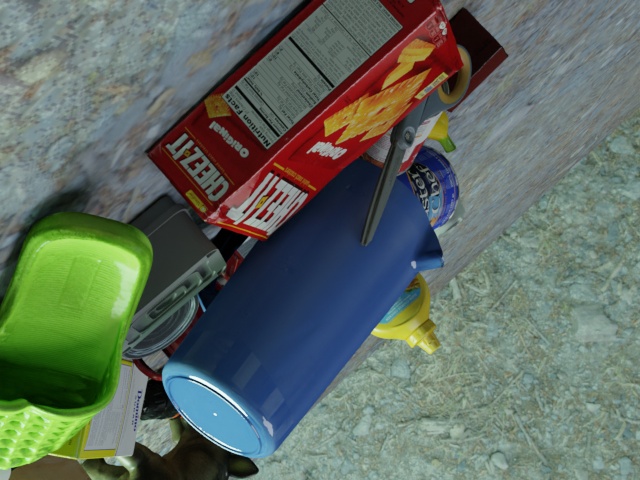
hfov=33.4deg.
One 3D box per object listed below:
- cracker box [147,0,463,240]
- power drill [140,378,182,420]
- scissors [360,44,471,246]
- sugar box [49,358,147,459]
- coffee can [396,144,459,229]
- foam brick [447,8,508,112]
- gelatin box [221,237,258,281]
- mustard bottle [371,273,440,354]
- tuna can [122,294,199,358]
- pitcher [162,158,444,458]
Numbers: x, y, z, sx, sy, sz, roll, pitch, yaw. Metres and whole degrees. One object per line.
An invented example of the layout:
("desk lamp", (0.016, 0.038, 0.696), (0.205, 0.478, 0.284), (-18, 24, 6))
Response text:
("cracker box", (-0.001, -0.096, 0.767), (0.214, 0.072, 0.164), (-42, 168, 6))
("power drill", (-0.131, 0.139, 1.258), (0.188, 0.057, 0.184), (-42, 170, 11))
("scissors", (0.081, -0.088, 0.873), (0.096, 0.016, 0.202), (12, 87, -44))
("sugar box", (-0.204, 0.150, 0.975), (0.176, 0.048, 0.093), (77, 22, -79))
("coffee can", (0.074, -0.043, 1.138), (0.103, 0.103, 0.140), (-49, 167, 31))
("foam brick", (0.126, -0.164, 0.983), (0.078, 0.053, 0.051), (-43, 169, 11))
("gelatin box", (-0.057, 0.001, 1.053), (0.089, 0.030, 0.073), (-38, 169, -22))
("mustard bottle", (0.079, 0.063, 1.322), (0.096, 0.192, 0.058), (-40, 168, -8))
("tuna can", (-0.146, 0.060, 0.911), (0.086, 0.034, 0.086), (-34, 152, -21))
("pitcher", (-0.026, 0.050, 0.875), (0.242, 0.145, 0.149), (-51, -165, -31))
